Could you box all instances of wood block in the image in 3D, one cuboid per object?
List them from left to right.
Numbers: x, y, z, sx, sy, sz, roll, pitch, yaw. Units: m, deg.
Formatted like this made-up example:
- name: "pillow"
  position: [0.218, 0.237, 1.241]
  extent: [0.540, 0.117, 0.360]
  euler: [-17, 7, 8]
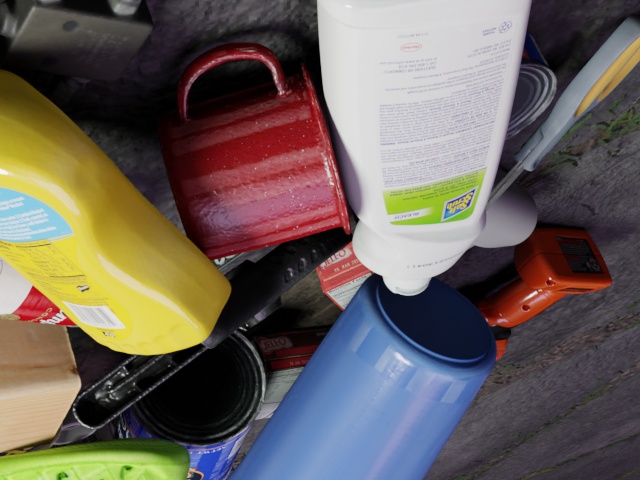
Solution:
- name: "wood block"
  position: [-0.257, 0.079, 0.615]
  extent: [0.205, 0.090, 0.091]
  euler: [-5, 150, -31]

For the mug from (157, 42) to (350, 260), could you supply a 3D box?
- name: "mug"
  position: [-0.038, -0.046, 0.549]
  extent: [0.081, 0.093, 0.117]
  euler: [-16, 129, -1]

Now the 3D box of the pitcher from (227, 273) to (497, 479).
- name: "pitcher"
  position: [0.030, 0.135, 0.809]
  extent: [0.144, 0.149, 0.243]
  euler: [-6, 136, -43]

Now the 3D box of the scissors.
- name: "scissors"
  position: [0.146, -0.066, 0.670]
  extent: [0.096, 0.016, 0.202]
  euler: [-32, 163, -44]

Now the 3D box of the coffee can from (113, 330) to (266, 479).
- name: "coffee can"
  position: [-0.105, 0.135, 0.832]
  extent: [0.102, 0.103, 0.140]
  euler: [-11, 153, -21]

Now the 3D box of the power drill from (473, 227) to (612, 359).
- name: "power drill"
  position: [0.143, 0.057, 0.928]
  extent: [0.184, 0.057, 0.188]
  euler: [0, 151, -45]

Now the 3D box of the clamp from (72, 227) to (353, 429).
- name: "clamp"
  position: [-0.044, 0.032, 0.644]
  extent: [0.209, 0.036, 0.165]
  euler: [-36, -179, -36]

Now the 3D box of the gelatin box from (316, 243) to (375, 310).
- name: "gelatin box"
  position: [0.042, 0.024, 0.811]
  extent: [0.073, 0.030, 0.089]
  euler: [-24, 154, 9]

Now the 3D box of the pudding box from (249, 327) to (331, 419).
- name: "pudding box"
  position: [-0.039, 0.118, 0.928]
  extent: [0.089, 0.039, 0.114]
  euler: [-2, 147, -35]

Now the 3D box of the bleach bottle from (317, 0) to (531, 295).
- name: "bleach bottle"
  position: [0.045, -0.052, 0.555]
  extent: [0.102, 0.068, 0.251]
  euler: [-10, 143, -7]

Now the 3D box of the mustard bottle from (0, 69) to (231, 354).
- name: "mustard bottle"
  position: [-0.128, -0.020, 0.481]
  extent: [0.096, 0.058, 0.191]
  euler: [5, 147, 39]
